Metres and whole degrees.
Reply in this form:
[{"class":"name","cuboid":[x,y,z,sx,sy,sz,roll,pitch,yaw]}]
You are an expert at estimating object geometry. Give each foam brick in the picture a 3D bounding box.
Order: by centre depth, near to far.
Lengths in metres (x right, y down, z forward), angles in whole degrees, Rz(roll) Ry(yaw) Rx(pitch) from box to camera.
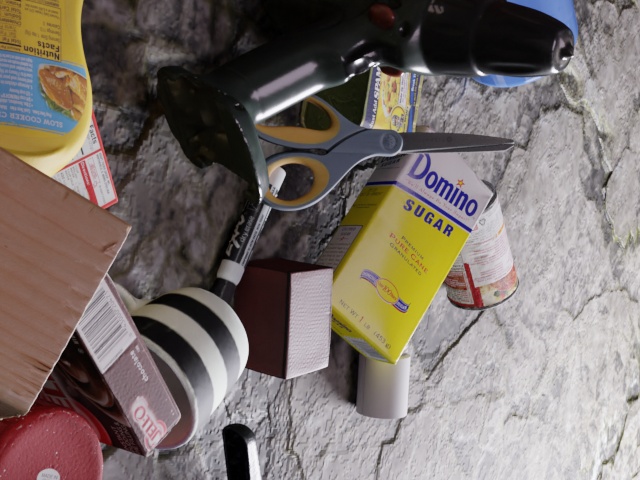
[{"class":"foam brick","cuboid":[-0.027,0.055,0.778,0.052,0.051,0.078,-5,100,-53]}]

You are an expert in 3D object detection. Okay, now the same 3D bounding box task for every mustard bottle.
[{"class":"mustard bottle","cuboid":[-0.163,-0.086,0.538,0.096,0.058,0.191,5,78,-41]}]

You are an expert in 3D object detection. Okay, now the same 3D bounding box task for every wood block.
[{"class":"wood block","cuboid":[-0.196,-0.015,0.437,0.206,0.090,0.090,33,68,-16]}]

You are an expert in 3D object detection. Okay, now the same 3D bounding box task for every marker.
[{"class":"marker","cuboid":[-0.055,0.001,0.759,0.020,0.020,0.121,42,63,-47]}]

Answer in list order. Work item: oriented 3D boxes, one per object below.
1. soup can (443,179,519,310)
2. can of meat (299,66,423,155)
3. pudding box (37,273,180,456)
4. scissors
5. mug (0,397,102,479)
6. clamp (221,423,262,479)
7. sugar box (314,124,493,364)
[{"class":"soup can","cuboid":[0.137,0.004,0.970,0.068,0.069,0.102,-45,129,-38]},{"class":"can of meat","cuboid":[0.036,-0.120,0.827,0.083,0.058,0.102,11,88,-55]},{"class":"pudding box","cuboid":[-0.139,0.065,0.603,0.039,0.090,0.113,-47,130,-39]},{"class":"scissors","cuboid":[0.037,-0.053,0.768,0.201,0.016,0.096,15,86,-10]},{"class":"mug","cuboid":[-0.172,0.134,0.577,0.093,0.082,0.117,-15,108,-50]},{"class":"clamp","cuboid":[-0.053,0.205,0.776,0.120,0.039,0.171,-57,144,-7]},{"class":"sugar box","cuboid":[0.063,0.002,0.861,0.093,0.048,0.176,43,70,-28]}]
